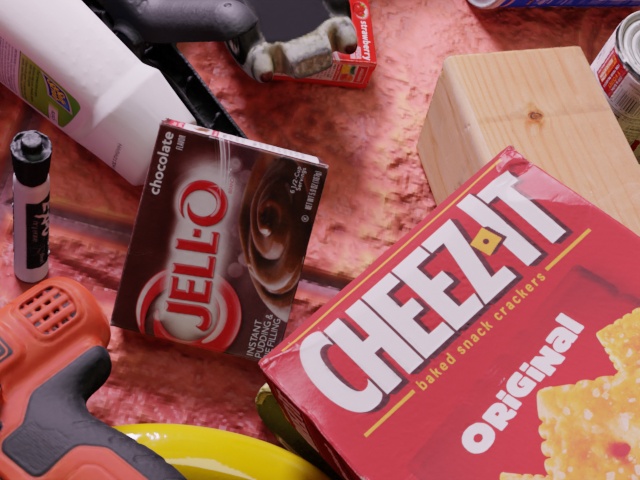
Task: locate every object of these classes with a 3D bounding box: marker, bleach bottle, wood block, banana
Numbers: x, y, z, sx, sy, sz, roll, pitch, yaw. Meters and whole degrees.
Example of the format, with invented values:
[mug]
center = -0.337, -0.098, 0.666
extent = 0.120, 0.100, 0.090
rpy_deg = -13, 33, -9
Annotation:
[marker]
center = -0.144, -0.015, 0.533
extent = 0.020, 0.121, 0.020
rpy_deg = 7, 58, -11
[bleach bottle]
center = -0.159, -0.110, 0.613
extent = 0.251, 0.103, 0.068
rpy_deg = 42, 70, 2
[wood block]
center = 0.132, -0.004, 0.607
extent = 0.090, 0.090, 0.206
rpy_deg = -6, 57, -13
[banana]
center = -0.059, 0.124, 0.522
extent = 0.197, 0.037, 0.069
rpy_deg = 18, 56, -4

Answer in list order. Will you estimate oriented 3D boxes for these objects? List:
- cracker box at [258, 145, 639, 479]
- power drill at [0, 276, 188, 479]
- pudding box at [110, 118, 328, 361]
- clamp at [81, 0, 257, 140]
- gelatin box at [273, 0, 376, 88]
[cracker box]
center = 0.103, 0.079, 0.455
extent = 0.164, 0.072, 0.214
rpy_deg = -40, 59, -13
[power drill]
center = -0.123, 0.120, 0.443
extent = 0.188, 0.057, 0.184
rpy_deg = 40, 60, 18
[pudding box]
center = -0.054, 0.001, 0.563
extent = 0.090, 0.039, 0.113
rpy_deg = 14, 97, -7
[clamp]
center = -0.097, -0.124, 0.618
extent = 0.171, 0.120, 0.039
rpy_deg = 39, 52, 14
[gelatin box]
center = -0.004, -0.146, 0.705
extent = 0.073, 0.030, 0.089
rpy_deg = 4, 59, -13
